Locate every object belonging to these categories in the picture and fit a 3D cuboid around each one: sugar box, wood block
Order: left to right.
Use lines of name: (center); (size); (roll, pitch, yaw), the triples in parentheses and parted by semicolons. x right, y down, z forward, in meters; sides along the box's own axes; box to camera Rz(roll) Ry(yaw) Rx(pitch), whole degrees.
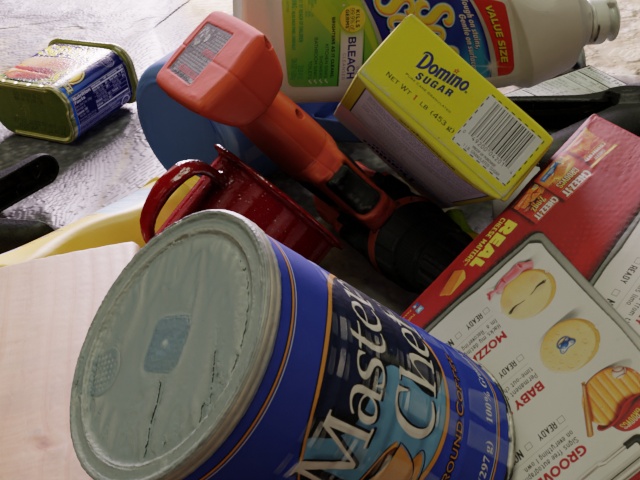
wood block: (-0.113, 0.095, 0.486); (0.090, 0.091, 0.206); (-12, 31, -6)
sugar box: (0.059, -0.062, 0.579); (0.048, 0.093, 0.176); (-48, 3, 1)

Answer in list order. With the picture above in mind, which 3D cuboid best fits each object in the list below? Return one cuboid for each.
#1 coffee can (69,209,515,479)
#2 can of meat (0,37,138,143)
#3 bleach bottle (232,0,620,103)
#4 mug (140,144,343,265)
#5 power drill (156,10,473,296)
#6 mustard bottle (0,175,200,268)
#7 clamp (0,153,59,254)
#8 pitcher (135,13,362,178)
coffee can: (-0.008, 0.064, 0.406); (0.103, 0.140, 0.103); (-28, 46, 33)
can of meat: (-0.222, -0.129, 0.919); (0.102, 0.057, 0.083); (12, 39, 31)
bleach bottle: (0.071, -0.144, 0.689); (0.250, 0.102, 0.068); (-5, 25, -9)
mug: (-0.054, 0.001, 0.592); (0.081, 0.117, 0.093); (-51, 49, -2)
power drill: (0.003, -0.041, 0.602); (0.057, 0.187, 0.185); (-49, 30, -2)
mustard bottle: (-0.131, 0.007, 0.656); (0.191, 0.058, 0.096); (-30, 5, -33)
clamp: (-0.257, -0.005, 0.740); (0.171, 0.039, 0.120); (-22, 28, -10)
pitcher: (-0.009, -0.126, 0.801); (0.242, 0.145, 0.149); (-37, 13, -33)
